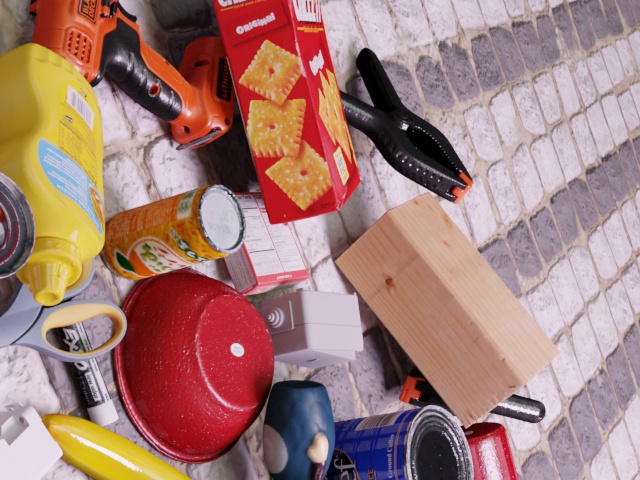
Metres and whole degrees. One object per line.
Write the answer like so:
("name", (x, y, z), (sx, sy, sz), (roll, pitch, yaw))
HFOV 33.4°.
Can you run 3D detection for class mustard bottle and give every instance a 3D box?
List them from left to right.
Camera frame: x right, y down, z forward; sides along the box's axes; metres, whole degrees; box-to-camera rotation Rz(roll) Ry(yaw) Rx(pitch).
("mustard bottle", (-0.182, -0.038, 0.717), (0.096, 0.058, 0.191), (57, 17, -49))

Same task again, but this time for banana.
("banana", (-0.116, 0.176, 0.759), (0.197, 0.070, 0.037), (37, 75, -12))

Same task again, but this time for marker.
("marker", (-0.175, 0.075, 0.766), (0.020, 0.020, 0.121), (-25, 97, -54))

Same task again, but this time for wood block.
("wood block", (0.124, 0.065, 1.047), (0.206, 0.091, 0.090), (52, 35, 10))

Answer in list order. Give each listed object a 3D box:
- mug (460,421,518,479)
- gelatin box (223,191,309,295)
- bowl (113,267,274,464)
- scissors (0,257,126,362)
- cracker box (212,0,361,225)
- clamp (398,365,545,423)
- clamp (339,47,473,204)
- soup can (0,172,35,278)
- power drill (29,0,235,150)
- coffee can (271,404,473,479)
("mug", (0.145, 0.236, 1.080), (0.117, 0.093, 0.081), (-13, 90, -13))
("gelatin box", (-0.056, 0.001, 0.936), (0.073, 0.030, 0.089), (-6, 70, -54))
("bowl", (-0.086, 0.093, 0.848), (0.161, 0.055, 0.162), (25, 57, -47))
("scissors", (-0.217, 0.045, 0.706), (0.201, 0.016, 0.096), (2, 76, -44))
("cracker box", (-0.024, -0.134, 0.939), (0.164, 0.072, 0.214), (-51, 129, -76))
("clamp", (0.155, 0.160, 1.110), (0.171, 0.120, 0.039), (-1, 108, -50))
("clamp", (0.066, -0.116, 1.088), (0.210, 0.036, 0.164), (49, 37, 16))
("soup can", (-0.232, 0.000, 0.646), (0.068, 0.102, 0.068), (24, 58, -47))
("power drill", (-0.149, -0.171, 0.869), (0.187, 0.057, 0.184), (29, 54, -42))
("coffee can", (0.044, 0.200, 0.907), (0.102, 0.141, 0.103), (25, 58, -47))
